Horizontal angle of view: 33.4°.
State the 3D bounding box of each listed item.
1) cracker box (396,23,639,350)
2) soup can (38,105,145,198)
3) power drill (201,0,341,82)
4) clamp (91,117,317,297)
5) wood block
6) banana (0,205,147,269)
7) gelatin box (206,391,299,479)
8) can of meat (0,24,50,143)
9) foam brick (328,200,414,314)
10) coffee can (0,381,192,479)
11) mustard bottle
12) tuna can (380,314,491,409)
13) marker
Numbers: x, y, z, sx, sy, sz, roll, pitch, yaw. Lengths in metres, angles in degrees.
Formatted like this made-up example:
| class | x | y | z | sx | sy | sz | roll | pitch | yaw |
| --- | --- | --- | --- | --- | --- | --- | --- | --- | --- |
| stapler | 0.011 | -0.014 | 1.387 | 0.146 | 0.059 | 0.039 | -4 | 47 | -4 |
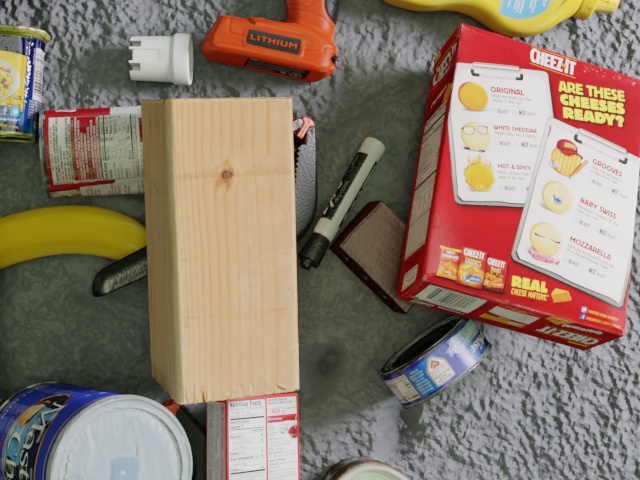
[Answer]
| class | x | y | z | sx | sy | sz | roll | pitch | yaw |
| --- | --- | --- | --- | --- | --- | --- | --- | --- | --- |
| cracker box | 0.156 | -0.039 | 0.823 | 0.164 | 0.072 | 0.213 | 15 | 69 | -12 |
| soup can | -0.159 | -0.069 | 0.815 | 0.102 | 0.068 | 0.068 | -4 | 90 | -8 |
| power drill | -0.039 | -0.229 | 0.838 | 0.184 | 0.057 | 0.187 | 12 | 88 | -7 |
| clamp | -0.055 | 0.001 | 0.838 | 0.164 | 0.036 | 0.210 | 39 | 79 | -21 |
| wood block | -0.072 | 0.002 | 0.762 | 0.090 | 0.090 | 0.206 | -4 | 98 | -21 |
| banana | -0.209 | 0.008 | 0.823 | 0.197 | 0.037 | 0.069 | 0 | 89 | -7 |
| gelatin box | -0.052 | 0.161 | 0.825 | 0.073 | 0.030 | 0.089 | 3 | 84 | -42 |
| can of meat | -0.261 | -0.120 | 0.810 | 0.102 | 0.057 | 0.084 | 4 | 91 | -6 |
| foam brick | 0.053 | 0.013 | 0.848 | 0.078 | 0.053 | 0.051 | 45 | 84 | -4 |
| coffee can | -0.168 | 0.156 | 0.759 | 0.102 | 0.141 | 0.103 | 2 | 87 | -34 |
| mustard bottle | 0.150 | -0.217 | 0.861 | 0.191 | 0.058 | 0.096 | 14 | 89 | -6 |
| tuna can | 0.089 | 0.093 | 0.835 | 0.086 | 0.086 | 0.034 | -36 | 92 | -6 |
| marker | 0.016 | -0.029 | 0.848 | 0.020 | 0.020 | 0.121 | 32 | 73 | -6 |
